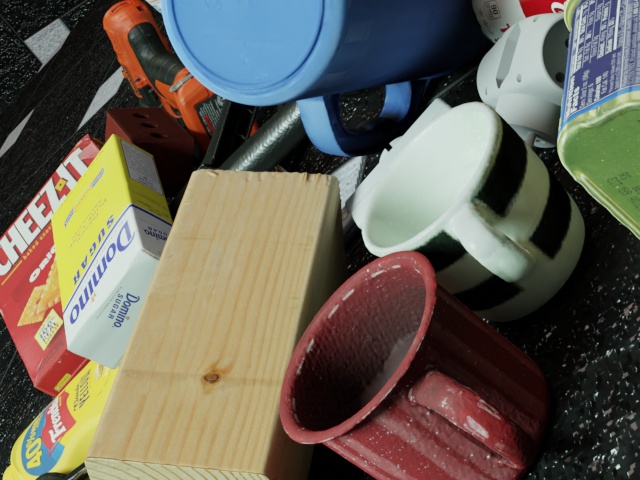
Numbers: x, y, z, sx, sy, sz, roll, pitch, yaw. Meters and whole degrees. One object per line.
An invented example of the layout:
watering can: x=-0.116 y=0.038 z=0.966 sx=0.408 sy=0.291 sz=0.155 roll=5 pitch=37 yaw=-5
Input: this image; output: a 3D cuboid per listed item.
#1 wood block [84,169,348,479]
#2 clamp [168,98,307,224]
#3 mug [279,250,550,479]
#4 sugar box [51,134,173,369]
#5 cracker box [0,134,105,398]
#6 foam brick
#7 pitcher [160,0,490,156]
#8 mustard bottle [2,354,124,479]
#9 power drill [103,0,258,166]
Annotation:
wood block: x=-0.046 y=0.061 z=0.578 sx=0.091 sy=0.090 sz=0.206 roll=3 pitch=44 yaw=10
clamp: x=-0.068 y=-0.040 z=0.774 sx=0.210 sy=0.036 sz=0.165 roll=-61 pitch=26 yaw=-7
mug: x=0.048 y=0.066 z=0.445 sx=0.093 sy=0.081 sz=0.117 roll=-57 pitch=23 yaw=-10
sugar box: x=-0.151 y=0.003 z=0.779 sx=0.093 sy=0.048 sz=0.176 roll=-51 pitch=30 yaw=15
cracker box: x=-0.201 y=0.021 z=0.926 sx=0.164 sy=0.072 sz=0.214 roll=-49 pitch=40 yaw=3
foam brick: x=-0.145 y=-0.074 z=0.894 sx=0.078 sy=0.052 sz=0.051 roll=44 pitch=131 yaw=49
pitcher: x=0.015 y=-0.137 z=0.628 sx=0.145 sy=0.149 sz=0.242 roll=-40 pitch=-5 yaw=30
mustard bottle: x=-0.176 y=0.141 z=0.793 sx=0.192 sy=0.058 sz=0.096 roll=-44 pitch=31 yaw=20
power drill: x=-0.121 y=-0.120 z=0.981 sx=0.057 sy=0.184 sz=0.188 roll=-36 pitch=38 yaw=-14
